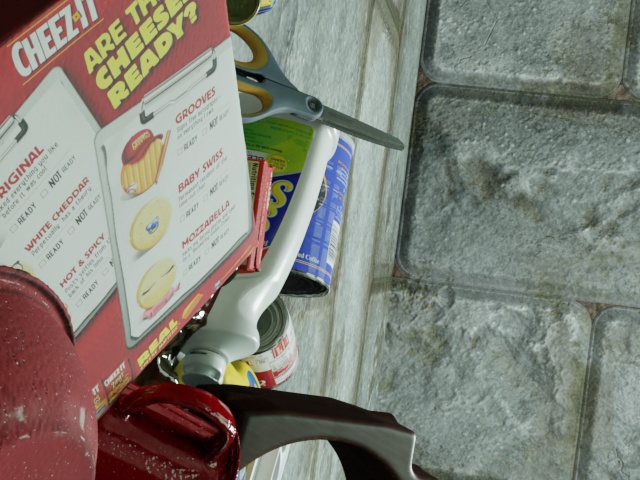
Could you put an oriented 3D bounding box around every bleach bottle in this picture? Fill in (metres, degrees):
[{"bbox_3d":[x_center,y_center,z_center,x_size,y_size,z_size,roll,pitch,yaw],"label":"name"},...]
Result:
[{"bbox_3d":[-0.055,0.001,0.828,0.068,0.102,0.250,99,3,-56],"label":"bleach bottle"}]

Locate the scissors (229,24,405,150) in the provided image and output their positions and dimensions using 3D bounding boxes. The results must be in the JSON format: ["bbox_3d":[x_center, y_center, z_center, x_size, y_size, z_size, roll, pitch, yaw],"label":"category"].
[{"bbox_3d":[-0.019,-0.123,0.845,0.016,0.201,0.096,-30,-116,49],"label":"scissors"}]

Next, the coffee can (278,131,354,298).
[{"bbox_3d":[-0.030,-0.029,0.964,0.103,0.103,0.140,67,31,-72],"label":"coffee can"}]

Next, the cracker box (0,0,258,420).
[{"bbox_3d":[-0.107,-0.024,0.442,0.164,0.072,0.214,-48,153,-29],"label":"cracker box"}]

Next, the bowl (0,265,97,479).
[{"bbox_3d":[-0.131,0.090,0.370,0.161,0.055,0.162,-42,150,-32],"label":"bowl"}]

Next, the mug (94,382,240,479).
[{"bbox_3d":[-0.092,0.109,0.532,0.117,0.081,0.093,-41,-151,32],"label":"mug"}]

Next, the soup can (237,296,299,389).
[{"bbox_3d":[-0.057,0.091,0.988,0.102,0.068,0.068,81,18,-64],"label":"soup can"}]
